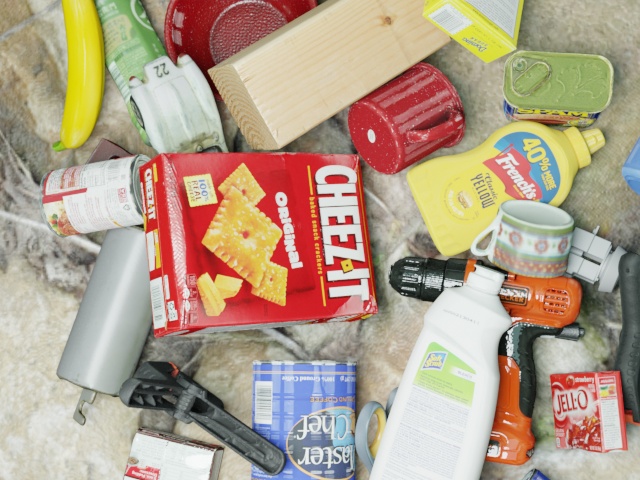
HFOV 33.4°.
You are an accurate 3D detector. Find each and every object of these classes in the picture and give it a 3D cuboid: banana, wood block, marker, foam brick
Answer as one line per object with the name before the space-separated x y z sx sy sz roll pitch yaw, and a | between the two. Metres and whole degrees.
banana | -0.249 -0.175 1.091 0.070 0.037 0.198 22 113 29
wood block | 0.009 -0.177 1.030 0.206 0.090 0.091 -33 105 -16
marker | 0.199 0.086 1.054 0.121 0.020 0.020 4 84 9
foam brick | -0.218 -0.059 1.113 0.053 0.051 0.078 31 88 10

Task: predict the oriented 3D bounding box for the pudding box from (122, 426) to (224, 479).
pudding box | -0.154 0.253 1.074 0.090 0.039 0.113 12 87 9

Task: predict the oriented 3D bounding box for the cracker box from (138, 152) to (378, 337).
cracker box | -0.057 0.001 1.019 0.213 0.072 0.164 -2 82 -29

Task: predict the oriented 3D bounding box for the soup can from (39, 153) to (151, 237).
soup can | -0.212 -0.043 1.040 0.102 0.068 0.068 -9 82 18

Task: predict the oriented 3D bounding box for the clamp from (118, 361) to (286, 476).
clamp | -0.134 0.148 1.002 0.164 0.210 0.036 32 87 -26

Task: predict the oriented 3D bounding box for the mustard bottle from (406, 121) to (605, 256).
mustard bottle | 0.189 -0.063 1.053 0.191 0.058 0.096 -24 92 4

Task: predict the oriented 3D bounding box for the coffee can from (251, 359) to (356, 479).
coffee can | -0.016 0.186 1.029 0.103 0.102 0.140 0 83 8

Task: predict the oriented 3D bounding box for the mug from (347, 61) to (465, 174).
mug | 0.088 -0.113 1.035 0.081 0.117 0.093 -31 119 -26

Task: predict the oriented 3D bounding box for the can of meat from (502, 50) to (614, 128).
can of meat | 0.229 -0.145 1.045 0.102 0.084 0.057 5 84 8

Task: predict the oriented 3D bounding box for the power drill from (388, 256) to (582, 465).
power drill | 0.147 0.112 1.023 0.184 0.057 0.188 8 96 13

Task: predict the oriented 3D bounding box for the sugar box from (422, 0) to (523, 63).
sugar box | 0.158 -0.272 1.042 0.093 0.048 0.176 30 57 -29

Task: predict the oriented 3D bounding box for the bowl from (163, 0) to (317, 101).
bowl | -0.078 -0.216 1.111 0.162 0.055 0.162 -1 83 7

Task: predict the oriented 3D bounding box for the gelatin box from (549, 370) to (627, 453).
gelatin box | 0.250 0.160 1.003 0.030 0.089 0.073 -2 83 -17

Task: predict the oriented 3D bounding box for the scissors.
scissors | 0.049 0.238 1.026 0.016 0.096 0.202 10 81 35

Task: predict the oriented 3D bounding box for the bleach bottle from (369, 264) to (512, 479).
bleach bottle | 0.121 0.147 0.972 0.103 0.068 0.251 20 95 16
